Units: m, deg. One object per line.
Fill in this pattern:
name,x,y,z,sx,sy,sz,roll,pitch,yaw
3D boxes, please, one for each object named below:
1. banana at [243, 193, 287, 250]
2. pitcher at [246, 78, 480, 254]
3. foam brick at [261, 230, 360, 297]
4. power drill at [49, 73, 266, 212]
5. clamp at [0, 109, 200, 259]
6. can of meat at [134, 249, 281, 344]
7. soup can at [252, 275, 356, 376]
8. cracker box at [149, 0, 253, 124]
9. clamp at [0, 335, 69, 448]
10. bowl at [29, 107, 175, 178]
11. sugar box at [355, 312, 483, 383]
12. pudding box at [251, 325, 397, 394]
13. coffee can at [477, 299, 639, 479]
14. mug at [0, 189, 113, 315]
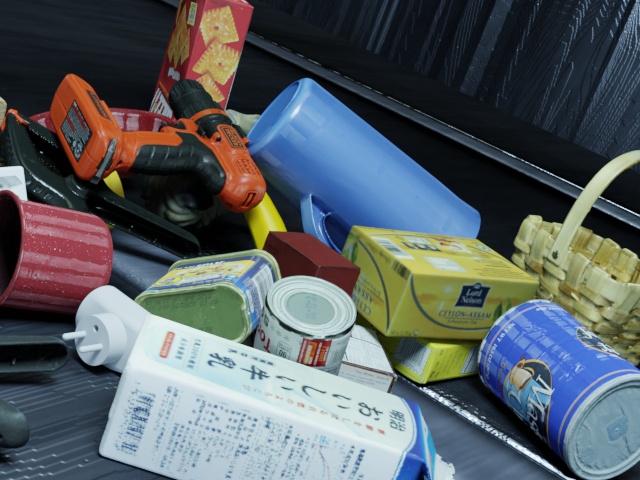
banana,-0.048,0.016,1.021,0.069,0.037,0.198,55,16,-37
pitcher,0.036,-0.045,1.103,0.242,0.145,0.149,40,7,-15
foam brick,-0.013,0.030,0.933,0.051,0.053,0.078,5,22,-43
power drill,-0.157,-0.106,1.017,0.187,0.057,0.184,5,38,-39
clamp,-0.211,-0.038,0.966,0.210,0.036,0.164,49,28,17
can of meat,-0.090,0.050,0.860,0.102,0.057,0.083,-8,13,17
soup can,-0.017,0.085,0.774,0.068,0.102,0.068,10,34,-7
cracker box,-0.164,-0.229,1.408,0.072,0.214,0.164,12,19,-21
clamp,-0.246,0.081,0.666,0.171,0.039,0.120,10,15,-13
bowl,-0.240,-0.104,1.168,0.162,0.055,0.162,2,18,-1
sugar box,0.120,0.092,1.041,0.093,0.048,0.175,33,22,34
pudding box,0.001,0.097,0.903,0.113,0.039,0.090,15,18,-13
coffee can,0.219,0.129,0.945,0.102,0.103,0.140,10,20,-31
mug,-0.222,0.016,0.833,0.081,0.093,0.117,12,-18,-40
